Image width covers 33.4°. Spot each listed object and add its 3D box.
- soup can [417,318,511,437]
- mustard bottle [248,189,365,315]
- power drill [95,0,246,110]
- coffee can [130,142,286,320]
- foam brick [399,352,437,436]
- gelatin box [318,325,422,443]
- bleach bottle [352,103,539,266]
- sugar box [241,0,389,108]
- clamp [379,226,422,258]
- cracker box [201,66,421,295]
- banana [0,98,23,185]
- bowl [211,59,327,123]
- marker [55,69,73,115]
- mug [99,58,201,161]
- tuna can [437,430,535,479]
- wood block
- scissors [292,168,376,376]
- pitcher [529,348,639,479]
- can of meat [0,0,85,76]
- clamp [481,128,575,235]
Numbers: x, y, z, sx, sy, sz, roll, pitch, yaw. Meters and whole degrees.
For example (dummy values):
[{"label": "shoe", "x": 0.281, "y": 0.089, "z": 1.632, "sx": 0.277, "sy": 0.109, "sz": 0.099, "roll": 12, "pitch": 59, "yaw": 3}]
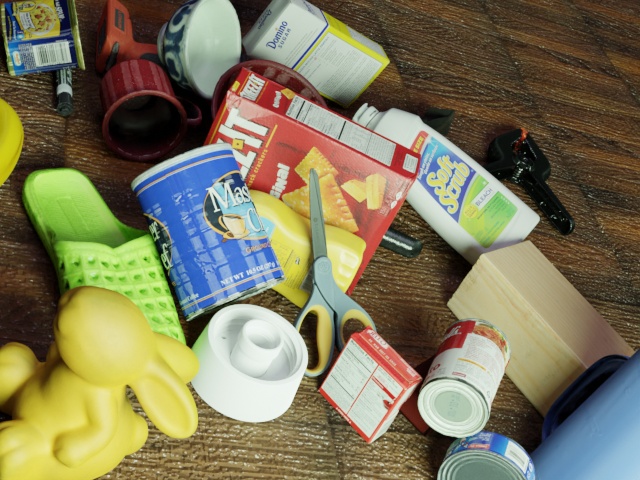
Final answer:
[{"label": "soup can", "x": 0.136, "y": 0.128, "z": 1.001, "sx": 0.068, "sy": 0.069, "sz": 0.102, "roll": 31, "pitch": 35, "yaw": 3}, {"label": "mustard bottle", "x": -0.057, "y": 0.001, "z": 1.094, "sx": 0.191, "sy": 0.096, "sz": 0.058, "roll": 26, "pitch": 37, "yaw": -4}, {"label": "power drill", "x": -0.182, "y": -0.240, "z": 1.332, "sx": 0.187, "sy": 0.057, "sz": 0.184, "roll": 13, "pitch": 39, "yaw": -20}, {"label": "coffee can", "x": -0.106, "y": -0.008, "z": 1.008, "sx": 0.102, "sy": 0.103, "sz": 0.140, "roll": -19, "pitch": 85, "yaw": -45}, {"label": "foam brick", "x": 0.119, "y": 0.150, "z": 1.069, "sx": 0.053, "sy": 0.051, "sz": 0.078, "roll": 44, "pitch": 39, "yaw": 19}, {"label": "gelatin box", "x": 0.046, "y": 0.135, "z": 1.007, "sx": 0.073, "sy": 0.089, "sz": 0.030, "roll": 44, "pitch": 40, "yaw": 20}, {"label": "bleach bottle", "x": 0.136, "y": -0.070, "z": 1.283, "sx": 0.251, "sy": 0.068, "sz": 0.102, "roll": 40, "pitch": 78, "yaw": 7}, {"label": "sugar box", "x": -0.005, "y": -0.247, "z": 1.386, "sx": 0.176, "sy": 0.093, "sz": 0.048, "roll": 25, "pitch": 30, "yaw": -35}, {"label": "clamp", "x": 0.037, "y": -0.023, "z": 1.234, "sx": 0.171, "sy": 0.039, "sz": 0.120, "roll": -5, "pitch": 42, "yaw": -33}, {"label": "cracker box", "x": -0.025, "y": -0.059, "z": 1.128, "sx": 0.213, "sy": 0.164, "sz": 0.072, "roll": 26, "pitch": 32, "yaw": -4}, {"label": "banana", "x": -0.338, "y": -0.090, "z": 1.076, "sx": 0.069, "sy": 0.037, "sz": 0.198, "roll": 0, "pitch": 41, "yaw": -8}, {"label": "bowl", "x": -0.064, "y": -0.128, "z": 1.250, "sx": 0.161, "sy": 0.055, "sz": 0.162, "roll": 12, "pitch": 64, "yaw": -27}, {"label": "marker", "x": -0.295, "y": -0.184, "z": 1.225, "sx": 0.020, "sy": 0.020, "sz": 0.121, "roll": 9, "pitch": 40, "yaw": -24}, {"label": "mug", "x": -0.190, "y": -0.148, "z": 1.191, "sx": 0.117, "sy": 0.093, "sz": 0.081, "roll": 2, "pitch": 39, "yaw": -23}, {"label": "tuna can", "x": 0.153, "y": 0.218, "z": 0.982, "sx": 0.086, "sy": 0.086, "sz": 0.033, "roll": 31, "pitch": 35, "yaw": 4}, {"label": "wood block", "x": 0.249, "y": 0.108, "z": 1.171, "sx": 0.090, "sy": 0.090, "sz": 0.206, "roll": -14, "pitch": 54, "yaw": -42}, {"label": "scissors", "x": 0.019, "y": 0.036, "z": 1.052, "sx": 0.096, "sy": 0.202, "sz": 0.016, "roll": 10, "pitch": -4, "yaw": -17}, {"label": "pitcher", "x": 0.288, "y": 0.179, "z": 0.982, "sx": 0.149, "sy": 0.243, "sz": 0.144, "roll": 43, "pitch": 37, "yaw": 17}, {"label": "can of meat", "x": -0.318, "y": -0.235, "z": 1.220, "sx": 0.084, "sy": 0.057, "sz": 0.102, "roll": -10, "pitch": 46, "yaw": -10}, {"label": "clamp", "x": 0.265, "y": -0.098, "z": 1.469, "sx": 0.164, "sy": 0.036, "sz": 0.210, "roll": 21, "pitch": 35, "yaw": -11}]
